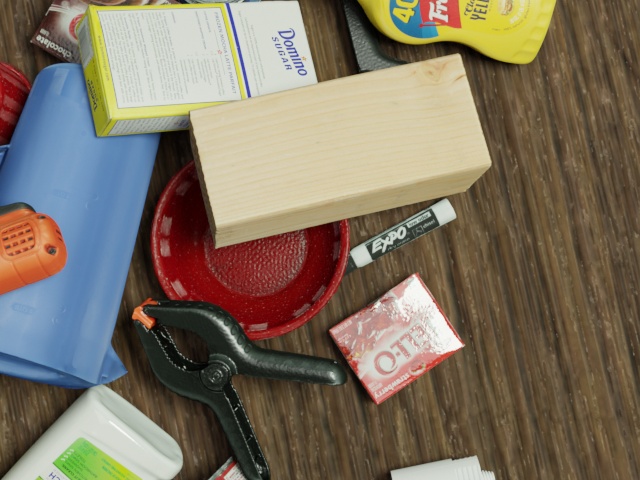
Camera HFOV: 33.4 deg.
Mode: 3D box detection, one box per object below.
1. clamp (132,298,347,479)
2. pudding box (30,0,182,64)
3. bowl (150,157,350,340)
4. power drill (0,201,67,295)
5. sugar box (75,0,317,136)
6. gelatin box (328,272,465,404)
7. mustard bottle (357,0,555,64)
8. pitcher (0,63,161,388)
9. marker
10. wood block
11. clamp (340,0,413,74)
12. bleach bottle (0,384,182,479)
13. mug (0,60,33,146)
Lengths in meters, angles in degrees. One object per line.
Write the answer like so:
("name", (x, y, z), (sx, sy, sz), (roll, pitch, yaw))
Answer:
("clamp", (-0.077, 0.112, 0.835), (0.171, 0.039, 0.120), (29, 98, 6))
("pudding box", (-0.173, -0.177, 0.906), (0.113, 0.039, 0.090), (29, 87, 4))
("bowl", (-0.056, 0.001, 0.879), (0.162, 0.055, 0.162), (0, 86, 2))
("power drill", (-0.287, -0.028, 0.758), (0.184, 0.057, 0.188), (-19, 70, -5))
("sugar box", (-0.092, -0.135, 0.828), (0.175, 0.048, 0.093), (-7, 78, -30))
("gelatin box", (0.063, 0.081, 0.881), (0.089, 0.030, 0.073), (-33, 85, 0))
("mustard bottle", (0.091, -0.205, 0.858), (0.191, 0.058, 0.096), (8, 113, -13))
("pitcher", (-0.214, -0.014, 0.833), (0.145, 0.149, 0.243), (5, 72, 25))
("marker", (0.056, 0.001, 0.893), (0.121, 0.020, 0.020), (-28, 85, 0))
("wood block", (0.010, -0.066, 0.811), (0.206, 0.090, 0.091), (-13, 80, -8))
("clamp", (0.028, -0.118, 0.894), (0.164, 0.036, 0.210), (-44, 82, -1))
("bleach bottle", (-0.230, 0.239, 0.865), (0.102, 0.068, 0.251), (41, 93, -12))
("mug", (-0.302, -0.112, 0.885), (0.117, 0.081, 0.093), (-9, 85, 1))
